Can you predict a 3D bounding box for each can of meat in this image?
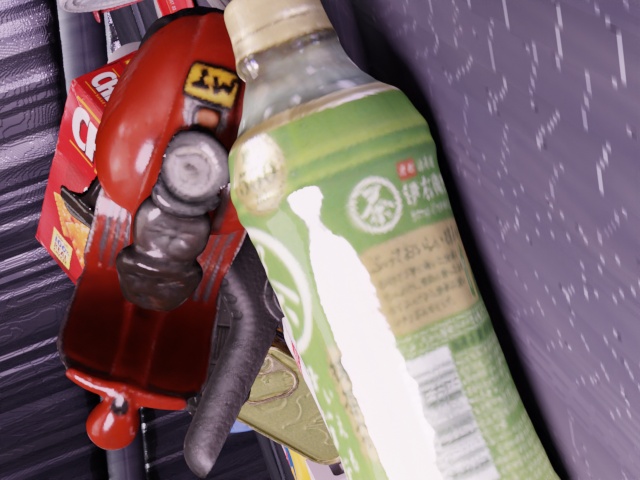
[{"bbox_3d":[-0.024,0.105,0.767,0.102,0.057,0.084,31,-175,-16],"label":"can of meat"}]

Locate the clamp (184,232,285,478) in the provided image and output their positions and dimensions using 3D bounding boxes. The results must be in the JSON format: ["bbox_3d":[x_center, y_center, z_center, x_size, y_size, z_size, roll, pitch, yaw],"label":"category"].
[{"bbox_3d":[-0.023,0.033,0.524,0.039,0.120,0.171,163,92,-71],"label":"clamp"}]

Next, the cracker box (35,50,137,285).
[{"bbox_3d":[-0.140,-0.014,0.840,0.164,0.072,0.214,48,144,12],"label":"cracker box"}]

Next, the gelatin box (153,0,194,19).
[{"bbox_3d":[-0.116,-0.178,0.890,0.089,0.030,0.073,105,145,-77],"label":"gelatin box"}]
